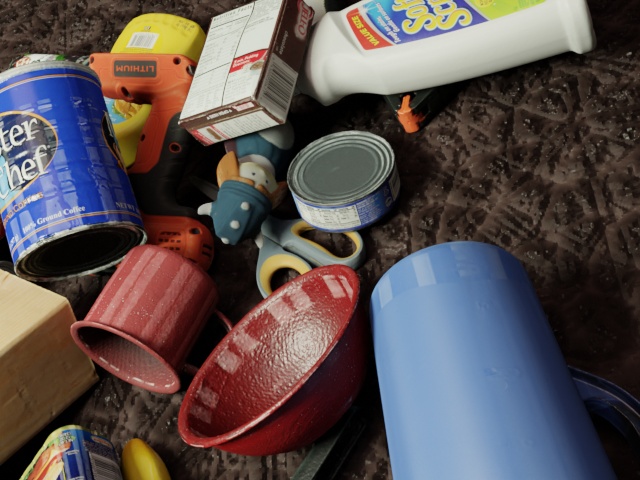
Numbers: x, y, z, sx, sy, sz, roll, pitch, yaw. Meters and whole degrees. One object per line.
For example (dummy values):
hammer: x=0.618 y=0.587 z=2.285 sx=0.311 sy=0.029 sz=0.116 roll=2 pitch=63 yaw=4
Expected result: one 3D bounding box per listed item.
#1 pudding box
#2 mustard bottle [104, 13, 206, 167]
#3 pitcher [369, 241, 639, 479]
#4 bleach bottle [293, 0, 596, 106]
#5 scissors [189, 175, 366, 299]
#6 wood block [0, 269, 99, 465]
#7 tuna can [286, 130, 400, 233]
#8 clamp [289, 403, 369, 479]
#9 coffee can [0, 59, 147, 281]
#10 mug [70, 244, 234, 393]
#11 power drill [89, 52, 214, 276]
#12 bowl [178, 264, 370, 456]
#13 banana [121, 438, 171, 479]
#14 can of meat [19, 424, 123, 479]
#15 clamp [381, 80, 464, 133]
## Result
pudding box: x=-0.059 y=-0.138 z=0.848 sx=0.090 sy=0.039 sz=0.113 roll=-11 pitch=53 yaw=41
mustard bottle: x=-0.181 y=-0.123 z=0.991 sx=0.096 sy=0.058 sz=0.191 roll=11 pitch=62 yaw=32
pitcher: x=0.110 y=0.119 z=0.626 sx=0.145 sy=0.149 sz=0.243 roll=-38 pitch=41 yaw=26
bleach bottle: x=0.079 y=-0.158 z=0.839 sx=0.251 sy=0.068 sz=0.102 roll=-18 pitch=57 yaw=14
scissors: x=-0.056 y=0.001 z=0.860 sx=0.202 sy=0.016 sz=0.096 roll=15 pitch=59 yaw=34
wood block: x=-0.279 y=0.124 z=0.792 sx=0.091 sy=0.090 sz=0.205 roll=17 pitch=44 yaw=35
tuna can: x=0.019 y=-0.046 z=0.837 sx=0.086 sy=0.033 sz=0.086 roll=-10 pitch=43 yaw=10
clamp: x=-0.013 y=0.194 z=0.683 sx=0.171 sy=0.039 sz=0.120 roll=-39 pitch=42 yaw=0
coffee can: x=-0.202 y=-0.052 z=0.823 sx=0.103 sy=0.102 sz=0.140 roll=-23 pitch=73 yaw=10
mug: x=-0.118 y=0.062 z=0.809 sx=0.117 sy=0.093 sz=0.081 roll=25 pitch=61 yaw=5
power drill: x=-0.168 y=-0.062 z=0.900 sx=0.185 sy=0.057 sz=0.187 roll=4 pitch=82 yaw=19
bowl: x=-0.020 y=0.092 z=0.726 sx=0.162 sy=0.055 sz=0.162 roll=-38 pitch=20 yaw=16
banana: x=-0.125 y=0.223 z=0.719 sx=0.070 sy=0.037 sz=0.197 roll=-7 pitch=54 yaw=22
can of meat: x=-0.176 y=0.190 z=0.732 sx=0.102 sy=0.057 sz=0.084 roll=-54 pitch=31 yaw=12
clamp: x=0.102 y=-0.185 z=0.907 sx=0.165 sy=0.036 sz=0.210 roll=-7 pitch=56 yaw=21
